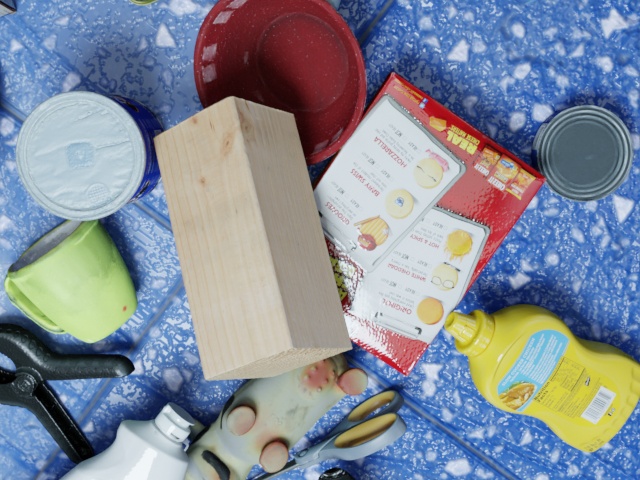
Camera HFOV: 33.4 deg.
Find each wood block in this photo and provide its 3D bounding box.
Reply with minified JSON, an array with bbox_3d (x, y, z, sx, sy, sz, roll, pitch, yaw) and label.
[{"bbox_3d":[-0.056,0.001,0.864,0.090,0.090,0.206,-23,74,31],"label":"wood block"}]

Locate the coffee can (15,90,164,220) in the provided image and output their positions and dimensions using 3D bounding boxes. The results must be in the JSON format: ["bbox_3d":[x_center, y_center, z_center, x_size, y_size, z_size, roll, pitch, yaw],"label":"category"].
[{"bbox_3d":[-0.189,-0.074,0.906,0.103,0.140,0.103,0,97,0],"label":"coffee can"}]

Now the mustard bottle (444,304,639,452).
[{"bbox_3d":[0.189,0.110,0.942,0.191,0.058,0.096,28,102,-20],"label":"mustard bottle"}]

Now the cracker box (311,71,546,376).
[{"bbox_3d":[0.069,-0.016,0.947,0.164,0.072,0.214,34,97,-3],"label":"cracker box"}]

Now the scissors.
[{"bbox_3d":[0.000,0.188,0.991,0.202,0.096,0.016,-24,105,34],"label":"scissors"}]

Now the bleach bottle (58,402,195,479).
[{"bbox_3d":[-0.202,0.237,0.905,0.102,0.068,0.251,39,93,-3],"label":"bleach bottle"}]

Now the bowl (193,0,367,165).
[{"bbox_3d":[-0.027,-0.147,0.922,0.162,0.055,0.162,10,116,21],"label":"bowl"}]

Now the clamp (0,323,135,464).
[{"bbox_3d":[-0.263,0.136,0.983,0.171,0.039,0.120,19,104,5],"label":"clamp"}]

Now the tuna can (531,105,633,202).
[{"bbox_3d":[0.234,-0.078,0.957,0.086,0.034,0.086,0,97,0],"label":"tuna can"}]
